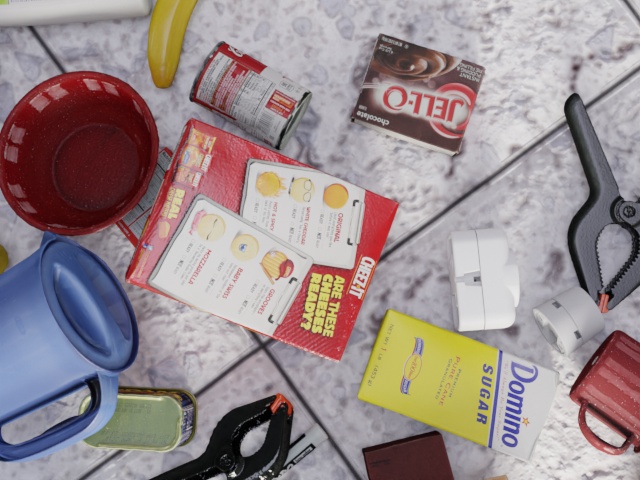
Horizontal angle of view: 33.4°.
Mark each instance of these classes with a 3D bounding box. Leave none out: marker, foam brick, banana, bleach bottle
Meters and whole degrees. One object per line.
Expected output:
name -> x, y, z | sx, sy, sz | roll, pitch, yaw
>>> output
marker -> -0.045, 0.222, 1.032 | 0.121, 0.020, 0.020 | -39, 85, -2
foam brick -> 0.083, 0.215, 1.013 | 0.078, 0.051, 0.053 | -13, 83, 0
banana -> -0.124, -0.247, 1.070 | 0.069, 0.037, 0.198 | 37, 86, 5
bleach bottle -> -0.298, -0.266, 1.065 | 0.251, 0.068, 0.102 | -3, 85, 3

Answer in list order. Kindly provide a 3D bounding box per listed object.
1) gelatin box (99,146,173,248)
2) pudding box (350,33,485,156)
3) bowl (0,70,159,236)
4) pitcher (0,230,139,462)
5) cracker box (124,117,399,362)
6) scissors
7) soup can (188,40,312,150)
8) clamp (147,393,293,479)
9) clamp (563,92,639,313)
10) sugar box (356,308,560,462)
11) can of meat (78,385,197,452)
gelatin box -> -0.161, -0.036, 1.054 | 0.089, 0.030, 0.073 | -40, 84, -3
pudding box -> 0.096, -0.143, 1.053 | 0.113, 0.039, 0.090 | 18, 86, 3
bowl -> -0.225, -0.078, 1.023 | 0.162, 0.055, 0.162 | -2, 78, 8
pitcher -> -0.293, 0.117, 0.968 | 0.243, 0.149, 0.145 | -29, 115, 17
cracker box -> -0.057, 0.001, 1.010 | 0.213, 0.072, 0.164 | 22, 86, -10
scissors -> -0.240, -0.040, 1.064 | 0.096, 0.016, 0.202 | -4, 85, 1
soup can -> -0.068, -0.141, 1.043 | 0.102, 0.068, 0.068 | 30, 86, 3
clamp -> -0.080, 0.224, 1.010 | 0.171, 0.039, 0.120 | -44, 67, -2
clamp -> 0.306, -0.030, 1.038 | 0.164, 0.036, 0.210 | 9, 87, 3
sugar box -> 0.131, 0.138, 1.022 | 0.176, 0.048, 0.093 | 19, 85, 4
can of meat -> -0.172, 0.169, 1.008 | 0.102, 0.084, 0.057 | 3, 85, 2
